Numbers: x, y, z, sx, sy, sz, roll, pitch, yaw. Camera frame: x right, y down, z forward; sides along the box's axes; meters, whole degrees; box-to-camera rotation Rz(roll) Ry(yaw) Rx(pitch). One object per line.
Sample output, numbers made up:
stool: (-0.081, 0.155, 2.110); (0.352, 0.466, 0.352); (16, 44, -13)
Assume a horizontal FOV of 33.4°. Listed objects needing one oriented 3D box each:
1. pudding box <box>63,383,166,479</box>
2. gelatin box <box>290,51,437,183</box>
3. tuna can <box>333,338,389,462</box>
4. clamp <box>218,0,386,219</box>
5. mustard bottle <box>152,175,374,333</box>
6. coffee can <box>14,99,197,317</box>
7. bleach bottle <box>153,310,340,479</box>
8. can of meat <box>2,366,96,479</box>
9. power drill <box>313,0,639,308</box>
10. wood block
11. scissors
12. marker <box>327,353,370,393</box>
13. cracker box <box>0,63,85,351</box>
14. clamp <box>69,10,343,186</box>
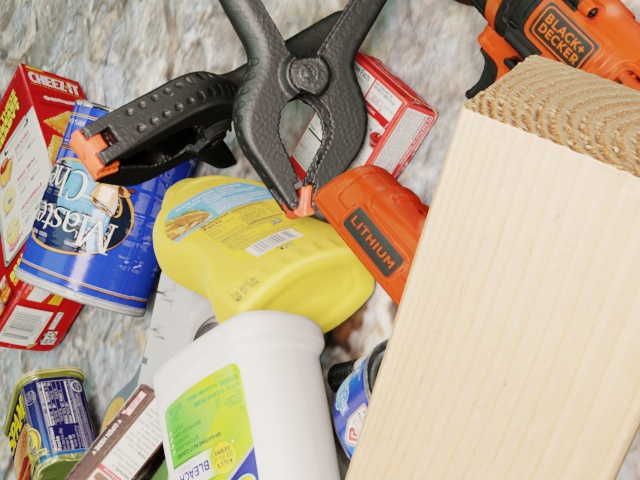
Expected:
pudding box: (-0.132, 0.149, 0.720); (0.090, 0.039, 0.113); (-52, -6, -20)
gelatin box: (0.024, -0.063, 0.661); (0.089, 0.030, 0.073); (-59, 41, 18)
tuna can: (0.049, 0.093, 0.541); (0.034, 0.086, 0.086); (-50, 45, 33)
clamp: (-0.002, -0.100, 0.622); (0.039, 0.120, 0.171); (-164, 66, -83)
mustard bottle: (-0.054, 0.001, 0.692); (0.192, 0.096, 0.058); (34, 143, 51)
coffee can: (-0.160, -0.024, 0.812); (0.103, 0.102, 0.140); (17, 88, 52)
bleach bottle: (-0.022, 0.168, 0.538); (0.103, 0.067, 0.251); (-35, 57, 34)
can of meat: (-0.217, 0.166, 0.865); (0.084, 0.057, 0.102); (65, 144, 34)
power drill: (0.075, -0.065, 0.548); (0.184, 0.057, 0.188); (53, 125, 26)
wood block: (0.078, 0.049, 0.402); (0.091, 0.090, 0.206); (24, 119, 18)
scissors: (-0.139, 0.094, 0.833); (0.096, 0.016, 0.202); (-12, 71, 49)
marker: (0.046, 0.067, 0.606); (0.121, 0.020, 0.020); (-25, 61, 45)
cracker box: (-0.257, -0.031, 0.972); (0.164, 0.072, 0.214); (-54, 43, 26)
clamp: (-0.079, -0.072, 0.682); (0.036, 0.209, 0.165); (54, 135, 6)
